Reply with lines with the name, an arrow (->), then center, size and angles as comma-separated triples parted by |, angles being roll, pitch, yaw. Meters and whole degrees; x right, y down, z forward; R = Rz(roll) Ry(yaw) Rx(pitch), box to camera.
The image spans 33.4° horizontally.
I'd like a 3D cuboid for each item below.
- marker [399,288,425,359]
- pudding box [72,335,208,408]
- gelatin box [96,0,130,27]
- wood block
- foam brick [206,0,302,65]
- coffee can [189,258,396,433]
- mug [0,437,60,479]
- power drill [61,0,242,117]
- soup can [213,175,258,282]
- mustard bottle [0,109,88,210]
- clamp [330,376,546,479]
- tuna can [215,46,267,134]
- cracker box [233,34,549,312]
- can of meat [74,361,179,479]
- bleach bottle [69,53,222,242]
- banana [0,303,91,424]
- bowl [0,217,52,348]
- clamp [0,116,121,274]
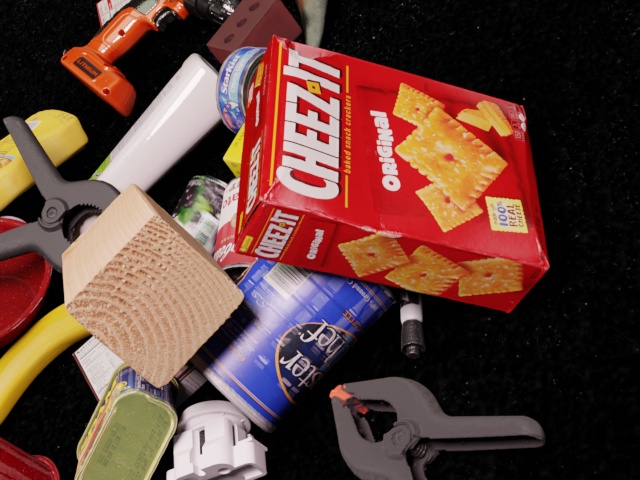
marker -> 0.070, 0.039, 0.831 | 0.020, 0.020, 0.121 | -18, 48, 23
pudding box -> -0.156, 0.108, 0.926 | 0.090, 0.039, 0.114 | -43, 41, -1
gelatin box -> -0.226, -0.281, 1.292 | 0.089, 0.030, 0.073 | -32, 45, 10
wood block -> -0.135, 0.027, 0.819 | 0.091, 0.090, 0.206 | -47, 16, -3
foam brick -> -0.069, -0.210, 1.105 | 0.053, 0.051, 0.078 | 24, 73, 45
coffee can -> -0.026, 0.062, 0.821 | 0.140, 0.102, 0.103 | -46, 43, -4
mug -> -0.274, 0.211, 0.896 | 0.117, 0.081, 0.093 | 13, 65, 42
power drill -> -0.187, -0.232, 1.194 | 0.185, 0.057, 0.187 | 36, 84, 35
soup can -> -0.056, 0.001, 0.917 | 0.069, 0.068, 0.102 | -16, 48, 25
mustard bottle -> -0.342, -0.069, 1.138 | 0.096, 0.058, 0.191 | 1, 35, 38
clamp -> 0.073, 0.137, 0.736 | 0.120, 0.039, 0.172 | -43, 43, -3
tuna can -> -0.058, -0.141, 1.019 | 0.034, 0.086, 0.086 | 11, 64, 39
cracker box -> 0.052, -0.050, 0.783 | 0.072, 0.213, 0.164 | 121, 157, -48
can of meat -> -0.151, 0.153, 0.833 | 0.102, 0.057, 0.084 | -63, 12, 3
bleach bottle -> -0.186, -0.074, 1.068 | 0.251, 0.068, 0.102 | -46, 13, 5
banana -> -0.261, 0.110, 1.000 | 0.198, 0.037, 0.070 | -38, 42, 4
bowl -> -0.329, 0.056, 1.038 | 0.162, 0.055, 0.162 | -6, 51, 8
clamp -> -0.247, -0.031, 1.008 | 0.210, 0.036, 0.164 | 10, 77, 17
